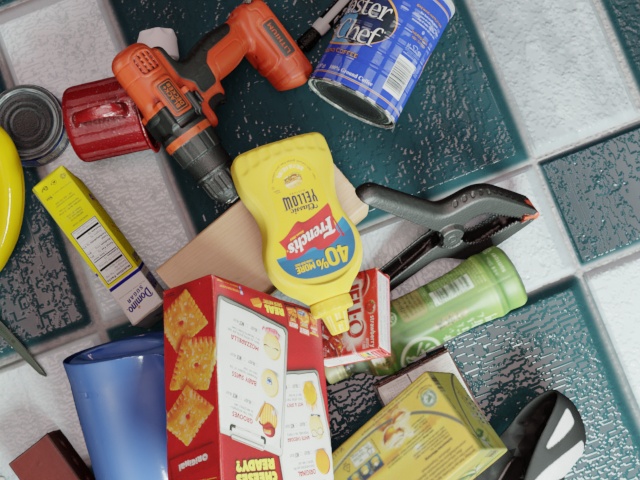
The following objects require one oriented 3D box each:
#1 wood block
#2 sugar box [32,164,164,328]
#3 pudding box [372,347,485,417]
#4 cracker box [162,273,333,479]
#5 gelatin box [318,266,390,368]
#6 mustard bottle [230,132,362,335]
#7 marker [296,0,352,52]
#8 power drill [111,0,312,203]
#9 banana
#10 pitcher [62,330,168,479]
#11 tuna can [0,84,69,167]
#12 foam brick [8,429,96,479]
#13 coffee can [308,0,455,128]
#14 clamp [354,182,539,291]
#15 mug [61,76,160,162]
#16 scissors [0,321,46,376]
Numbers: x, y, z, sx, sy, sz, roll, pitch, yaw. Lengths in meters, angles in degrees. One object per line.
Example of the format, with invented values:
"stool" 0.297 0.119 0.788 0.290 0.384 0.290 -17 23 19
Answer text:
"wood block" -0.057 0.002 1.103 0.206 0.090 0.091 -41 85 -3
"sugar box" -0.221 0.009 1.104 0.048 0.093 0.176 -40 85 -4
"pudding box" 0.118 0.180 1.107 0.090 0.039 0.113 -27 86 -2
"cracker box" -0.066 0.155 0.978 0.072 0.164 0.213 -19 64 32
"gelatin box" 0.031 0.077 1.064 0.073 0.030 0.089 -14 61 28
"mustard bottle" -0.013 -0.002 1.026 0.096 0.058 0.191 -18 83 -15
"marker" 0.017 -0.251 1.166 0.020 0.020 0.121 43 86 5
"power drill" -0.096 -0.151 1.094 0.187 0.057 0.184 -41 98 -34
"banana" -0.344 -0.045 1.120 0.069 0.037 0.198 -2 105 -1
"pitcher" -0.171 0.215 1.059 0.145 0.149 0.243 -11 95 -3
"tuna can" -0.314 -0.124 1.149 0.086 0.034 0.086 0 84 1
"foam brick" -0.272 0.242 1.098 0.051 0.053 0.078 -37 85 -3
"coffee can" 0.064 -0.203 1.118 0.103 0.103 0.140 27 85 4
"clamp" 0.124 -0.004 1.104 0.209 0.165 0.036 -8 45 -18
"mug" -0.221 -0.128 1.110 0.081 0.117 0.093 -12 95 4
"scissors" -0.376 0.074 1.132 0.096 0.016 0.201 -23 103 27
